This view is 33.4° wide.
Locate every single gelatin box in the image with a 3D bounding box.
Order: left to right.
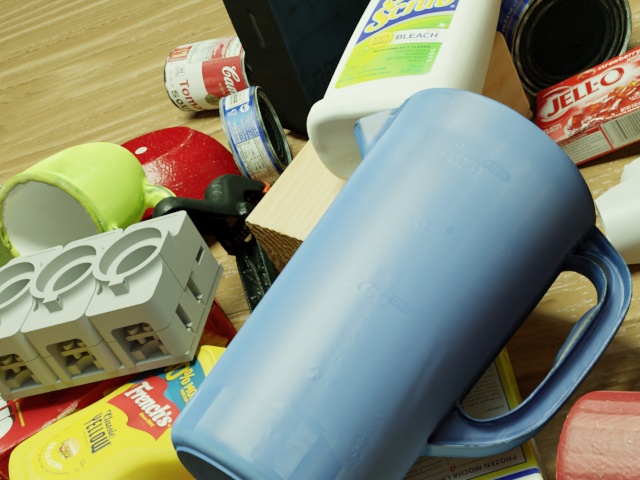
[{"bbox_3d":[0.201,-0.095,0.776,0.089,0.030,0.073,-22,35,30],"label":"gelatin box"}]

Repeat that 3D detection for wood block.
[{"bbox_3d":[0.054,-0.052,0.765,0.091,0.090,0.206,17,61,41],"label":"wood block"}]

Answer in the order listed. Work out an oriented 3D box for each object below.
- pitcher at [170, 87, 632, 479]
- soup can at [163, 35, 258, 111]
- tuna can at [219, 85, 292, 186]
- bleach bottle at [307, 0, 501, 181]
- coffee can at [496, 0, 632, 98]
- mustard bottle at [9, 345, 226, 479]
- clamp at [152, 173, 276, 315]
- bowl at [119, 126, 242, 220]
[{"bbox_3d":[0.042,0.049,0.569,0.149,0.145,0.242,4,50,54],"label":"pitcher"},{"bbox_3d":[-0.095,-0.164,1.048,0.102,0.068,0.068,-2,43,33],"label":"soup can"},{"bbox_3d":[-0.053,-0.087,0.908,0.034,0.086,0.086,-20,36,10],"label":"tuna can"},{"bbox_3d":[0.071,-0.153,0.736,0.103,0.068,0.250,-4,48,26],"label":"bleach bottle"},{"bbox_3d":[0.169,-0.186,0.861,0.103,0.102,0.140,-29,35,-1],"label":"coffee can"},{"bbox_3d":[-0.098,0.118,0.670,0.191,0.058,0.096,-31,32,-4],"label":"mustard bottle"},{"bbox_3d":[-0.055,0.001,0.804,0.039,0.120,0.171,-33,4,22],"label":"clamp"},{"bbox_3d":[-0.144,-0.055,0.927,0.162,0.055,0.162,-17,24,7],"label":"bowl"}]
